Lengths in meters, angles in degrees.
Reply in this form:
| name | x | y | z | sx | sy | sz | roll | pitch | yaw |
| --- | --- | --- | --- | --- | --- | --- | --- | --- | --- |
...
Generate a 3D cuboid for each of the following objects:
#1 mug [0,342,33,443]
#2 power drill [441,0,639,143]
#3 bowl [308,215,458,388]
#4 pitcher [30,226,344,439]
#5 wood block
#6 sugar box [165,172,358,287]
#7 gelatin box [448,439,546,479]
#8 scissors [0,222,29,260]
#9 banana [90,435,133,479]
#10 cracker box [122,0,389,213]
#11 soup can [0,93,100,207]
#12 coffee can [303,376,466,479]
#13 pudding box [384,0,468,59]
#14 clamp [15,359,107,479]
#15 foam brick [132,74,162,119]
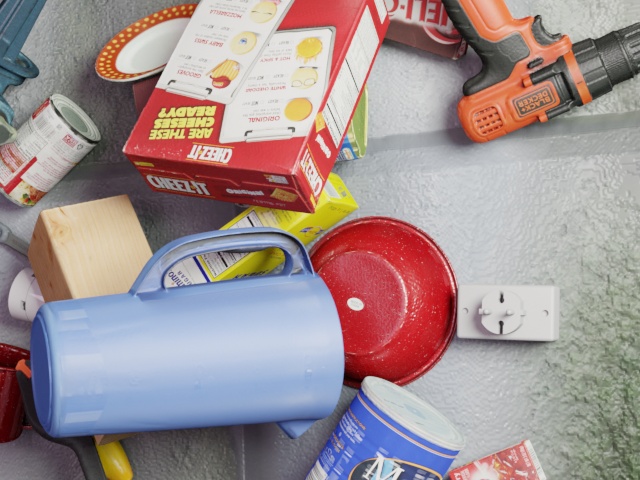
| name | x | y | z | sx | sy | sz | roll | pitch | yaw |
| --- | --- | --- | --- | --- | --- | --- | --- | --- | --- |
| mug | -0.322 | 0.155 | 1.074 | 0.117 | 0.093 | 0.081 | 14 | 96 | -5 |
| power drill | 0.175 | -0.192 | 0.893 | 0.185 | 0.057 | 0.187 | -24 | 106 | 15 |
| bowl | 0.041 | 0.056 | 0.963 | 0.162 | 0.055 | 0.162 | -2 | 86 | 20 |
| pitcher | -0.111 | 0.086 | 0.889 | 0.145 | 0.242 | 0.149 | 119 | 141 | -50 |
| wood block | -0.194 | 0.073 | 0.999 | 0.206 | 0.090 | 0.090 | 64 | 147 | 19 |
| sugar box | -0.056 | 0.001 | 0.982 | 0.176 | 0.093 | 0.048 | -38 | 76 | 14 |
| gelatin box | 0.163 | 0.227 | 0.919 | 0.073 | 0.030 | 0.089 | -26 | 78 | 16 |
| scissors | -0.338 | -0.028 | 1.126 | 0.202 | 0.016 | 0.096 | 14 | 91 | 20 |
| banana | -0.230 | 0.147 | 1.063 | 0.070 | 0.037 | 0.198 | -9 | 83 | 19 |
| cracker box | -0.050 | -0.135 | 0.926 | 0.164 | 0.072 | 0.213 | 9 | 62 | 25 |
| soup can | -0.282 | -0.091 | 1.083 | 0.102 | 0.068 | 0.068 | -41 | 74 | 12 |
| coffee can | 0.046 | 0.204 | 0.924 | 0.103 | 0.102 | 0.140 | 33 | 97 | 19 |
| pudding box | 0.088 | -0.223 | 0.962 | 0.114 | 0.039 | 0.090 | 22 | 114 | 21 |
| clamp | -0.226 | 0.180 | 1.020 | 0.171 | 0.039 | 0.120 | 29 | 69 | 1 |
| foam brick | -0.138 | -0.125 | 1.028 | 0.051 | 0.078 | 0.053 | -12 | 82 | 17 |
